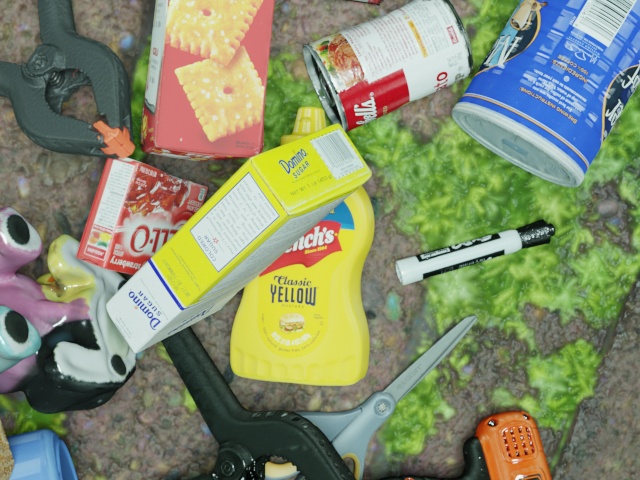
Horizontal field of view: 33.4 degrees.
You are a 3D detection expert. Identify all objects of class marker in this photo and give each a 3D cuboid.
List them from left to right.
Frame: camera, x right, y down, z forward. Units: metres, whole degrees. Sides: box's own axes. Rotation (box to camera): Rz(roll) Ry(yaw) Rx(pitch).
[{"bbox_3d":[0.115,0.008,0.786,0.121,0.020,0.020,-16,94,-5],"label":"marker"}]

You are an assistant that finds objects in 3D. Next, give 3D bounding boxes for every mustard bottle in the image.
[{"bbox_3d":[-0.011,0.003,0.750,0.096,0.058,0.191,3,91,15],"label":"mustard bottle"}]

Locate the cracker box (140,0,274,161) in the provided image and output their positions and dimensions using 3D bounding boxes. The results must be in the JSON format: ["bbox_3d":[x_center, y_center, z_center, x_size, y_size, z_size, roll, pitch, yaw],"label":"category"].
[{"bbox_3d":[-0.068,-0.159,0.685,0.072,0.164,0.214,6,92,-12],"label":"cracker box"}]

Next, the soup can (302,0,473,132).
[{"bbox_3d":[0.047,-0.126,0.748,0.102,0.068,0.068,-25,95,-5],"label":"soup can"}]

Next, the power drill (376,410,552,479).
[{"bbox_3d":[0.087,0.222,0.742,0.187,0.057,0.184,-8,70,-12],"label":"power drill"}]

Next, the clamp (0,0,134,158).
[{"bbox_3d":[-0.189,-0.107,0.710,0.120,0.039,0.171,-40,62,6],"label":"clamp"}]

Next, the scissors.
[{"bbox_3d":[0.024,0.117,0.781,0.096,0.016,0.202,32,89,-12],"label":"scissors"}]

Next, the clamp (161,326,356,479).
[{"bbox_3d":[-0.062,0.159,0.723,0.210,0.036,0.164,26,98,24],"label":"clamp"}]

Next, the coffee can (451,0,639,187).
[{"bbox_3d":[0.171,-0.123,0.744,0.102,0.103,0.140,31,89,-7],"label":"coffee can"}]

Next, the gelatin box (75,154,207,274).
[{"bbox_3d":[-0.119,-0.013,0.726,0.030,0.089,0.073,18,89,27],"label":"gelatin box"}]

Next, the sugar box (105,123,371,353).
[{"bbox_3d":[-0.055,0.001,0.668,0.177,0.093,0.048,-37,83,39],"label":"sugar box"}]
